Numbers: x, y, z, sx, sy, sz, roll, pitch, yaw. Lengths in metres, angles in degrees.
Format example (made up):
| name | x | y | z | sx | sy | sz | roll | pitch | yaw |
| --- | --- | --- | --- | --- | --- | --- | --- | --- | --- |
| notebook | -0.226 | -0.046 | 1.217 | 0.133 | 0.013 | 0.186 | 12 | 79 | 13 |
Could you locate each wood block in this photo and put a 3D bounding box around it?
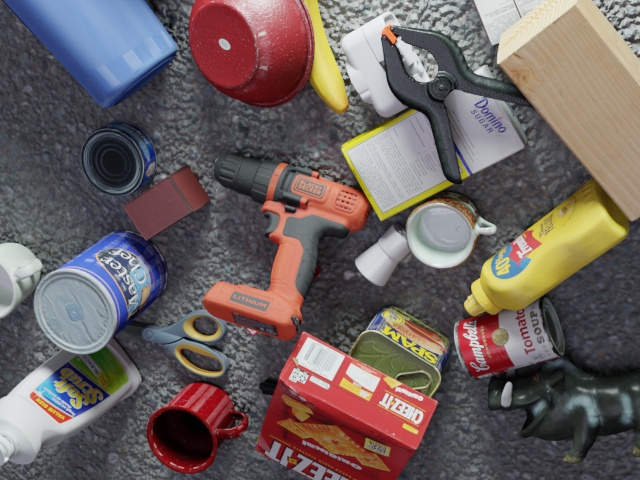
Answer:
| name | x | y | z | sx | sy | sz | roll | pitch | yaw |
| --- | --- | --- | --- | --- | --- | --- | --- | --- | --- |
| wood block | 0.268 | -0.132 | 1.015 | 0.091 | 0.090 | 0.206 | -37 | 106 | 26 |

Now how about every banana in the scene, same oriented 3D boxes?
| name | x | y | z | sx | sy | sz | roll | pitch | yaw |
| --- | --- | --- | --- | --- | --- | --- | --- | --- | --- |
| banana | -0.010 | -0.230 | 1.112 | 0.037 | 0.070 | 0.198 | -20 | 114 | -21 |

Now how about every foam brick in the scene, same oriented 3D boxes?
| name | x | y | z | sx | sy | sz | roll | pitch | yaw |
| --- | --- | --- | --- | --- | --- | --- | --- | --- | --- |
| foam brick | -0.179 | -0.043 | 1.240 | 0.078 | 0.053 | 0.051 | -30 | 98 | 26 |

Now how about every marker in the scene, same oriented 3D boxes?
| name | x | y | z | sx | sy | sz | roll | pitch | yaw |
| --- | --- | --- | --- | --- | --- | --- | --- | --- | --- |
| marker | -0.016 | 0.189 | 1.289 | 0.121 | 0.020 | 0.020 | 12 | 113 | 15 |

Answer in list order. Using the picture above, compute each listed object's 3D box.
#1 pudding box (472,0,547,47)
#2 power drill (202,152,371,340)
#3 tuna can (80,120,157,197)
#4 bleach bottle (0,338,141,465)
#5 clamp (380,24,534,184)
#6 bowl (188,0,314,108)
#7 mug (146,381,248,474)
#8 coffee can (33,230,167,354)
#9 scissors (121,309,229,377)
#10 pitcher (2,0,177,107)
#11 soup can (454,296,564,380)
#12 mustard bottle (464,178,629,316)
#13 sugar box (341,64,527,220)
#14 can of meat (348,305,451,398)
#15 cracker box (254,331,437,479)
| name | x | y | z | sx | sy | sz | roll | pitch | yaw |
| --- | --- | --- | --- | --- | --- | --- | --- | --- | --- |
| pudding box | 0.190 | -0.258 | 1.044 | 0.090 | 0.039 | 0.113 | -20 | 105 | 21 |
| power drill | -0.058 | 0.001 | 1.157 | 0.184 | 0.057 | 0.187 | 18 | 70 | 14 |
| tuna can | -0.237 | -0.095 | 1.251 | 0.086 | 0.033 | 0.086 | 6 | 111 | 16 |
| bleach bottle | -0.310 | 0.197 | 1.262 | 0.068 | 0.250 | 0.102 | -32 | 97 | 26 |
| clamp | 0.118 | -0.141 | 1.057 | 0.171 | 0.039 | 0.120 | 37 | 97 | 1 |
| bowl | -0.086 | -0.210 | 1.120 | 0.162 | 0.055 | 0.162 | 17 | 121 | 30 |
| mug | -0.144 | 0.225 | 1.310 | 0.117 | 0.081 | 0.093 | -6 | 107 | 21 |
| coffee can | -0.255 | 0.058 | 1.254 | 0.103 | 0.140 | 0.103 | 6 | 111 | 16 |
| scissors | -0.198 | 0.102 | 1.321 | 0.202 | 0.016 | 0.096 | 27 | 114 | 8 |
| pitcher | -0.274 | -0.264 | 1.159 | 0.145 | 0.149 | 0.243 | -38 | 98 | 7 |
| soup can | 0.205 | 0.106 | 1.157 | 0.102 | 0.068 | 0.068 | -19 | 102 | 23 |
| mustard bottle | 0.225 | 0.019 | 1.102 | 0.058 | 0.096 | 0.192 | 42 | 118 | -15 |
| sugar box | 0.119 | -0.101 | 1.123 | 0.176 | 0.048 | 0.093 | -27 | 99 | 21 |
| can of meat | 0.092 | 0.126 | 1.193 | 0.102 | 0.083 | 0.057 | 32 | 116 | 5 |
| cracker box | 0.021 | 0.210 | 1.199 | 0.164 | 0.072 | 0.214 | 27 | 147 | 5 |
